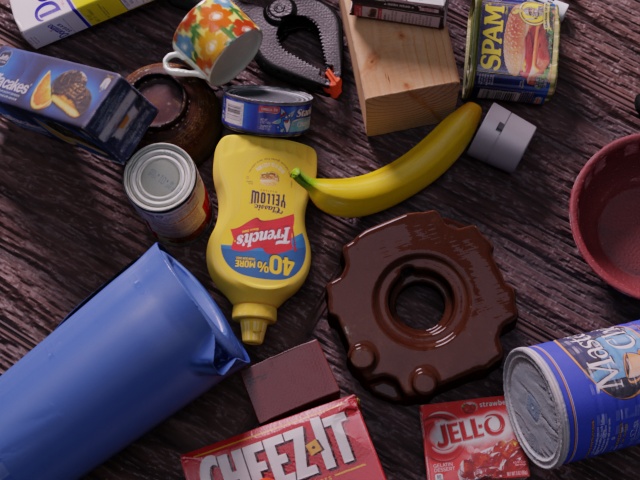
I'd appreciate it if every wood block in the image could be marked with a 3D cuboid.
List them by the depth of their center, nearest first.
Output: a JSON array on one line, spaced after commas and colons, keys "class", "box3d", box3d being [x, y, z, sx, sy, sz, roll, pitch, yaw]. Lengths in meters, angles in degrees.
[{"class": "wood block", "box3d": [0.067, -0.219, 1.034, 0.090, 0.091, 0.206, -11, 73, -1]}]

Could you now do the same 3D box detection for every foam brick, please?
[{"class": "foam brick", "box3d": [-0.027, 0.130, 0.955, 0.078, 0.051, 0.053, -22, 73, -4]}]

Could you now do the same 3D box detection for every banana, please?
[{"class": "banana", "box3d": [0.070, -0.067, 1.004, 0.197, 0.069, 0.037, -23, 41, -15]}]

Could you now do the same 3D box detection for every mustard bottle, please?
[{"class": "mustard bottle", "box3d": [-0.056, 0.001, 0.990, 0.096, 0.058, 0.191, 8, 74, -15]}]

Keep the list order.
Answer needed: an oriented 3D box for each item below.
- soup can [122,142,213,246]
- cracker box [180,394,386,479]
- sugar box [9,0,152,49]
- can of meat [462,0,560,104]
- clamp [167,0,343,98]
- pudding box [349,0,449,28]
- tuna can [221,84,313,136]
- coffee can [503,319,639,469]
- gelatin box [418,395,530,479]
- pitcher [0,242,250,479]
[{"class": "soup can", "box3d": [-0.139, -0.041, 0.985, 0.068, 0.102, 0.068, -1, 73, 3]}, {"class": "cracker box", "box3d": [-0.009, 0.259, 0.905, 0.164, 0.072, 0.214, -19, 73, -2]}, {"class": "sugar box", "box3d": [-0.228, -0.270, 1.074, 0.176, 0.048, 0.093, -21, 72, 4]}, {"class": "can of meat", "box3d": [0.185, -0.185, 1.036, 0.084, 0.057, 0.102, 6, 74, 2]}, {"class": "clamp", "box3d": [-0.050, -0.222, 1.069, 0.164, 0.036, 0.210, -27, 70, -4]}, {"class": "pudding box", "box3d": [0.079, -0.257, 0.977, 0.090, 0.039, 0.113, 9, 72, 5]}, {"class": "tuna can", "box3d": [-0.051, -0.124, 1.014, 0.086, 0.086, 0.034, 8, 107, 5]}, {"class": "coffee can", "box3d": [0.240, 0.126, 0.901, 0.140, 0.103, 0.103, -11, 73, -15]}, {"class": "gelatin box", "box3d": [0.135, 0.178, 0.944, 0.089, 0.030, 0.073, -6, 73, 1]}, {"class": "pitcher", "box3d": [-0.195, 0.118, 0.933, 0.243, 0.149, 0.145, -37, 86, -2]}]
